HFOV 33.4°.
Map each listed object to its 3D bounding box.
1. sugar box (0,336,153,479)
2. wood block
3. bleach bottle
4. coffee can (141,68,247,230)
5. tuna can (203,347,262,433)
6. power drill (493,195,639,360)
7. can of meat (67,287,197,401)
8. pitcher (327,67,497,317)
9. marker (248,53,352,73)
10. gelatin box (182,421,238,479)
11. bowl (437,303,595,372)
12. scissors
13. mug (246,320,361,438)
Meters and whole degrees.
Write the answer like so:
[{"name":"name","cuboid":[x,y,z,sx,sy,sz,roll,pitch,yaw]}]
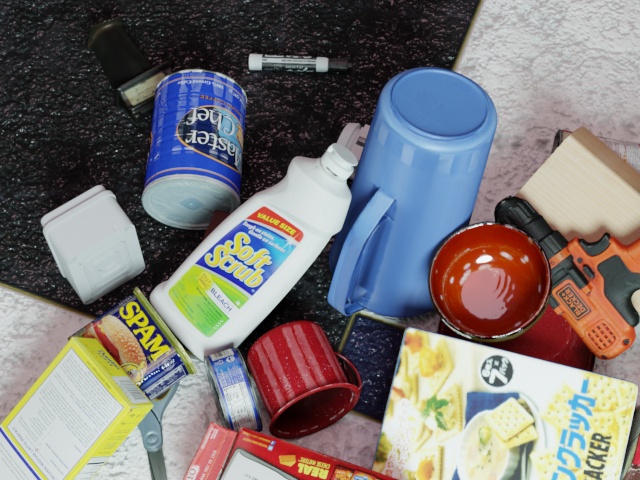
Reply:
[{"name":"sugar box","cuboid":[-0.243,0.184,0.977,0.093,0.048,0.176,45,102,21]},{"name":"wood block","cuboid":[0.303,-0.011,1.061,0.206,0.090,0.091,43,114,9]},{"name":"bleach bottle","cuboid":[-0.057,0.001,1.017,0.102,0.251,0.068,48,27,14]},{"name":"coffee can","cuboid":[-0.133,-0.097,1.142,0.103,0.103,0.140,1,61,1]},{"name":"tuna can","cuboid":[-0.083,0.146,1.016,0.033,0.086,0.086,-17,62,-11]},{"name":"power drill","cuboid":[0.276,-0.007,0.993,0.184,0.188,0.057,52,28,8]},{"name":"can of meat","cuboid":[-0.184,0.110,1.035,0.084,0.057,0.102,-35,64,-13]},{"name":"pitcher","cuboid":[0.083,-0.039,1.023,0.145,0.243,0.149,1,51,-8]},{"name":"marker","cuboid":[-0.023,-0.207,1.250,0.121,0.020,0.020,2,61,2]},{"name":"gelatin box","cuboid":[-0.099,0.216,0.974,0.030,0.089,0.073,19,63,13]},{"name":"bowl","cuboid":[0.199,0.091,1.063,0.162,0.055,0.162,0,61,0]},{"name":"scissors","cuboid":[-0.181,0.187,1.034,0.096,0.016,0.201,1,60,3]},{"name":"mug","cuboid":[-0.011,0.131,1.030,0.117,0.093,0.081,-1,50,-36]}]
